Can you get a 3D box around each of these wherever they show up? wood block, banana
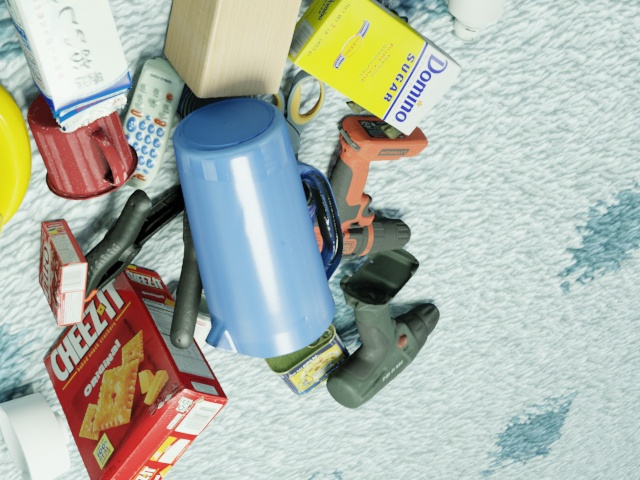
[{"bbox_3d":[-0.073,-0.244,0.985,0.090,0.090,0.206,-8,132,-31],"label":"wood block"},{"bbox_3d":[-0.309,-0.090,1.010,0.069,0.037,0.198,-9,135,-3],"label":"banana"}]

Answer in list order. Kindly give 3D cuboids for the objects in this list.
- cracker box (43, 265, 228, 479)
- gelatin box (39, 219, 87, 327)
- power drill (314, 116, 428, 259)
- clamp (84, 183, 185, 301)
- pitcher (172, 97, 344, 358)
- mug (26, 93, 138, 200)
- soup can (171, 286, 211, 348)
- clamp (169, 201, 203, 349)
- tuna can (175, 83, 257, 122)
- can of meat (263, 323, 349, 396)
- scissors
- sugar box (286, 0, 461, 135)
[{"bbox_3d":[-0.211,0.154,1.177,0.072,0.214,0.164,23,112,-45],"label":"cracker box"},{"bbox_3d":[-0.273,0.035,1.126,0.030,0.073,0.089,-10,135,-28],"label":"gelatin box"},{"bbox_3d":[0.060,-0.058,1.291,0.184,0.057,0.188,-3,130,-34],"label":"power drill"},{"bbox_3d":[-0.205,-0.003,1.155,0.172,0.039,0.120,-44,165,28],"label":"clamp"},{"bbox_3d":[-0.060,-0.018,1.060,0.145,0.149,0.243,-5,125,7],"label":"pitcher"},{"bbox_3d":[-0.221,-0.093,1.008,0.093,0.117,0.081,-32,137,-21],"label":"mug"},{"bbox_3d":[-0.169,0.110,1.281,0.068,0.069,0.102,16,118,-44],"label":"soup can"},{"bbox_3d":[-0.127,-0.007,1.157,0.036,0.164,0.210,8,107,4],"label":"clamp"},{"bbox_3d":[-0.110,-0.147,1.097,0.086,0.034,0.086,-20,138,-20],"label":"tuna can"},{"bbox_3d":[-0.016,0.156,1.448,0.102,0.057,0.084,-35,142,-2],"label":"can of meat"},{"bbox_3d":[-0.049,-0.112,1.189,0.096,0.016,0.202,1,138,-21],"label":"scissors"},{"bbox_3d":[0.054,-0.182,1.067,0.176,0.048,0.093,26,112,-38],"label":"sugar box"}]
